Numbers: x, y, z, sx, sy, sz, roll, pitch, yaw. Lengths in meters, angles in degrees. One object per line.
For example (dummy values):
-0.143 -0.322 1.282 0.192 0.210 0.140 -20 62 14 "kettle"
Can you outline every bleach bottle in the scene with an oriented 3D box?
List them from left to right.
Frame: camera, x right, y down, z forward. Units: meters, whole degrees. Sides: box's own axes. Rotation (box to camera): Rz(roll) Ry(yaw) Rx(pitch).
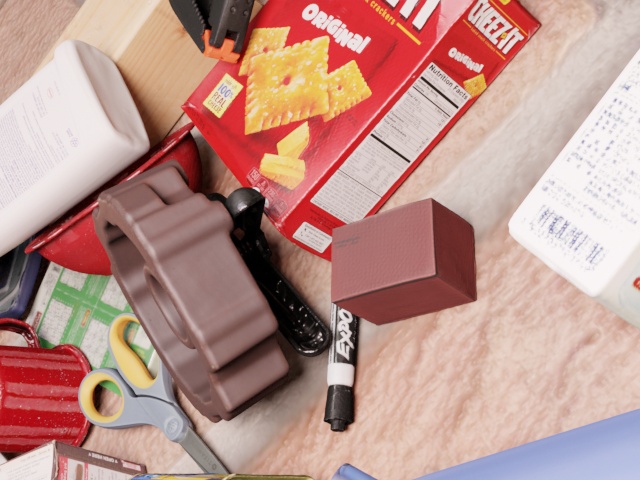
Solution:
-0.254 -0.044 0.828 0.251 0.068 0.102 -32 71 18 "bleach bottle"

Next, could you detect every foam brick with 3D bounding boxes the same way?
0.051 0.014 0.662 0.078 0.051 0.053 -17 60 35 "foam brick"

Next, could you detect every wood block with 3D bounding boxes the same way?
-0.156 -0.152 0.892 0.206 0.090 0.090 -51 47 11 "wood block"

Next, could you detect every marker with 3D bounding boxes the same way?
0.015 0.064 0.694 0.020 0.020 0.121 -13 63 37 "marker"

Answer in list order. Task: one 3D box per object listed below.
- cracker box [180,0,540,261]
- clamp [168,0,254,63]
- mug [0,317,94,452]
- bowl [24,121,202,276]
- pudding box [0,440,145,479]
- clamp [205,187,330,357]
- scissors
0.018 -0.119 0.738 0.214 0.072 0.164 -49 48 12 "cracker box"
-0.087 -0.228 0.777 0.165 0.036 0.210 -10 79 47 "clamp"
-0.240 0.113 0.838 0.093 0.081 0.117 -35 59 34 "mug"
-0.145 -0.022 0.817 0.162 0.055 0.162 -35 12 9 "bowl"
-0.195 0.186 0.773 0.114 0.089 0.039 -29 54 28 "pudding box"
-0.055 0.001 0.721 0.039 0.120 0.172 -27 29 -20 "clamp"
-0.118 0.141 0.766 0.096 0.016 0.202 -42 56 16 "scissors"
